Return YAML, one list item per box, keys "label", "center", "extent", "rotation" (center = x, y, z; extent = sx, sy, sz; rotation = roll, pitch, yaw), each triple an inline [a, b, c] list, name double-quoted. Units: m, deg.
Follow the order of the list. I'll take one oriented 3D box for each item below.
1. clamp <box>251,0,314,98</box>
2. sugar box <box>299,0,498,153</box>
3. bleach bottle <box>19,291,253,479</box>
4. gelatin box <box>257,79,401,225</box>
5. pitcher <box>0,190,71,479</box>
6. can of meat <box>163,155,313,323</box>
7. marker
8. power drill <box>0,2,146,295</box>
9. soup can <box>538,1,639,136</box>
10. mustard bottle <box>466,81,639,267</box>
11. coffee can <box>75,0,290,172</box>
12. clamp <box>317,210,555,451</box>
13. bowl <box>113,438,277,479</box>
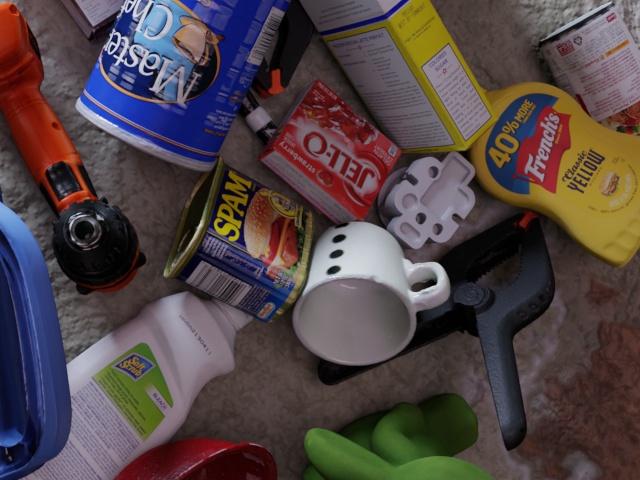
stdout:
- label: "clamp"
  center: [-0.037, -0.196, 0.794]
  extent: [0.120, 0.039, 0.171]
  rotation: [-16, 99, -11]
- label: "sugar box"
  center: [0.048, -0.145, 0.770]
  extent: [0.048, 0.093, 0.176]
  rotation: [-41, 112, -23]
- label: "bleach bottle"
  center: [-0.144, 0.126, 0.743]
  extent: [0.250, 0.068, 0.102]
  rotation: [-39, 101, -16]
- label: "gelatin box"
  center: [0.009, -0.063, 0.791]
  extent: [0.089, 0.030, 0.073]
  rotation: [39, 60, -15]
- label: "pitcher"
  center: [-0.225, 0.021, 0.598]
  extent: [0.149, 0.145, 0.243]
  rotation: [-6, 93, -14]
- label: "can of meat"
  center: [-0.055, 0.001, 0.755]
  extent: [0.084, 0.058, 0.102]
  rotation: [29, 38, -16]
- label: "marker"
  center: [-0.031, -0.071, 0.801]
  extent: [0.020, 0.020, 0.121]
  rotation: [-41, 99, -13]
- label: "power drill"
  center: [-0.175, -0.053, 0.686]
  extent: [0.057, 0.184, 0.187]
  rotation: [-26, 87, -11]
- label: "soup can"
  center: [0.226, -0.129, 0.851]
  extent: [0.068, 0.069, 0.102]
  rotation: [-31, 96, -14]
- label: "mustard bottle"
  center: [0.172, -0.066, 0.818]
  extent: [0.192, 0.058, 0.096]
  rotation: [32, 92, 12]
- label: "coffee can"
  center: [-0.091, -0.131, 0.723]
  extent: [0.102, 0.103, 0.140]
  rotation: [24, 101, -14]
- label: "clamp"
  center: [0.120, 0.059, 0.787]
  extent: [0.209, 0.165, 0.036]
  rotation: [-45, 137, -27]
- label: "bowl"
  center: [-0.105, 0.191, 0.728]
  extent: [0.055, 0.162, 0.162]
  rotation: [34, 76, 30]
